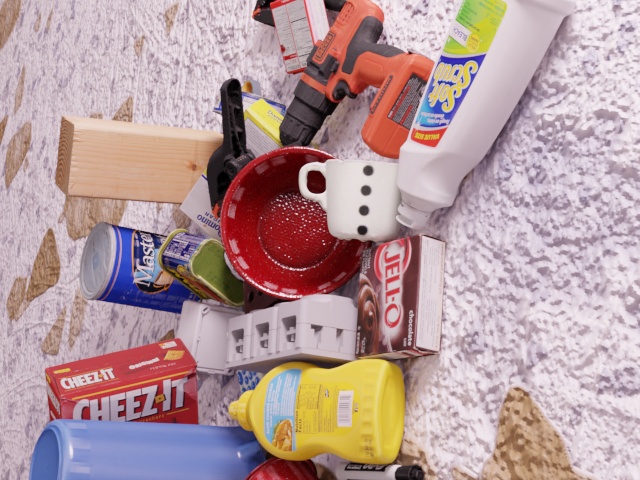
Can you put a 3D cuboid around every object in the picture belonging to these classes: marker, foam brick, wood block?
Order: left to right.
[{"bbox_3d":[-0.224,-0.100,1.361,0.090,0.205,0.091,-149,66,-63],"label":"wood block"},{"bbox_3d":[-0.046,0.059,1.193,0.078,0.051,0.053,-37,50,46],"label":"foam brick"},{"bbox_3d":[0.056,0.221,1.012,0.121,0.020,0.020,-14,68,54],"label":"marker"}]

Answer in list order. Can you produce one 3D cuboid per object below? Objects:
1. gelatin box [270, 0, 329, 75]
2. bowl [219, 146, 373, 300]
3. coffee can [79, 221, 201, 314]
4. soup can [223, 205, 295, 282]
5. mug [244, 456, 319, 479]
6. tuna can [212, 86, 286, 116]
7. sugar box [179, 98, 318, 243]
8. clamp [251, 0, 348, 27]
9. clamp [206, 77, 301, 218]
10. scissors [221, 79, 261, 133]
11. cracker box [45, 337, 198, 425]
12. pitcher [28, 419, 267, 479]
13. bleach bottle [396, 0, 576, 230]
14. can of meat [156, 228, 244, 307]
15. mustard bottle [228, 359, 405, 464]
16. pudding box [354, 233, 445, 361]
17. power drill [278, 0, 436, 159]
[{"bbox_3d":[-0.019,-0.243,1.247,0.073,0.030,0.089,-1,105,57],"label":"gelatin box"},{"bbox_3d":[-0.024,-0.015,1.128,0.055,0.162,0.162,81,-163,-83],"label":"bowl"},{"bbox_3d":[-0.232,0.038,1.404,0.103,0.140,0.103,-25,59,51],"label":"coffee can"},{"bbox_3d":[-0.058,0.001,1.217,0.102,0.068,0.068,-39,49,45],"label":"soup can"},{"bbox_3d":[-0.026,0.282,1.064,0.082,0.093,0.117,45,143,48],"label":"mug"},{"bbox_3d":[-0.086,-0.160,1.297,0.086,0.086,0.034,22,96,57],"label":"tuna can"},{"bbox_3d":[-0.087,-0.072,1.266,0.176,0.093,0.048,-50,-4,38],"label":"sugar box"},{"bbox_3d":[-0.023,-0.326,1.295,0.210,0.036,0.164,-15,76,56],"label":"clamp"},{"bbox_3d":[-0.093,-0.096,1.198,0.120,0.039,0.172,56,136,16],"label":"clamp"},{"bbox_3d":[-0.109,-0.108,1.381,0.096,0.016,0.202,-3,77,58],"label":"scissors"},{"bbox_3d":[-0.227,0.236,1.250,0.072,0.164,0.214,41,136,51],"label":"cracker box"},{"bbox_3d":[-0.191,0.266,1.168,0.145,0.242,0.149,8,87,58],"label":"pitcher"},{"bbox_3d":[0.134,-0.121,0.970,0.103,0.068,0.251,50,123,52],"label":"bleach bottle"},{"bbox_3d":[-0.135,0.035,1.293,0.084,0.102,0.057,11,65,55],"label":"can of meat"},{"bbox_3d":[-0.012,0.167,1.042,0.192,0.058,0.096,-6,74,35],"label":"mustard bottle"},{"bbox_3d":[0.076,0.056,1.018,0.090,0.039,0.113,-18,65,53],"label":"pudding box"},{"bbox_3d":[0.037,-0.153,1.117,0.184,0.057,0.188,-61,37,11],"label":"power drill"}]
